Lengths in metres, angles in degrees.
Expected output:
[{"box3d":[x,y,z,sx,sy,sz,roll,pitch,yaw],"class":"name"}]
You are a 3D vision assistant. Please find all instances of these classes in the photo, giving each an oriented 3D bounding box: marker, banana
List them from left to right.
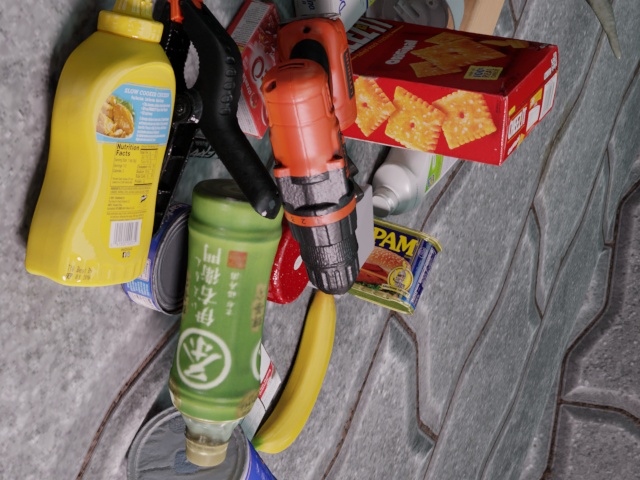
[{"box3d":[-0.097,-0.073,0.828,0.121,0.020,0.020,-4,108,-67],"class":"marker"},{"box3d":[-0.021,0.147,1.129,0.197,0.037,0.069,-65,157,-21],"class":"banana"}]

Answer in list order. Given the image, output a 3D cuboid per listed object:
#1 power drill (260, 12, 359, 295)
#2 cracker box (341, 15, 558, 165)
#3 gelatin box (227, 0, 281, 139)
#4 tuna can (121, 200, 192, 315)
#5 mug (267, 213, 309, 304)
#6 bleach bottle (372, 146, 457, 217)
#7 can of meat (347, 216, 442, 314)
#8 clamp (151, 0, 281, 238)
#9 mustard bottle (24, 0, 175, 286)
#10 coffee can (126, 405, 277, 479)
[{"box3d":[0.000,-0.076,0.806,0.187,0.057,0.184,-90,171,-57],"class":"power drill"},{"box3d":[0.089,-0.143,0.961,0.164,0.214,0.072,-42,140,-53],"class":"cracker box"},{"box3d":[-0.053,-0.138,0.871,0.073,0.030,0.089,-63,155,-26],"class":"gelatin box"},{"box3d":[-0.117,0.012,0.819,0.086,0.034,0.086,-47,146,-48],"class":"tuna can"},{"box3d":[-0.056,0.001,0.891,0.093,0.082,0.117,-68,157,-15],"class":"mug"},{"box3d":[0.126,-0.114,1.269,0.250,0.068,0.102,-49,147,-42],"class":"bleach bottle"},{"box3d":[0.072,0.027,1.186,0.084,0.102,0.057,-67,157,-11],"class":"can of meat"},{"box3d":[-0.094,-0.082,0.742,0.039,0.120,0.171,12,63,-64],"class":"clamp"},{"box3d":[-0.135,-0.069,0.689,0.096,0.058,0.192,-6,111,-63],"class":"mustard bottle"},{"box3d":[-0.094,0.213,0.916,0.102,0.103,0.140,-63,155,-25],"class":"coffee can"}]
